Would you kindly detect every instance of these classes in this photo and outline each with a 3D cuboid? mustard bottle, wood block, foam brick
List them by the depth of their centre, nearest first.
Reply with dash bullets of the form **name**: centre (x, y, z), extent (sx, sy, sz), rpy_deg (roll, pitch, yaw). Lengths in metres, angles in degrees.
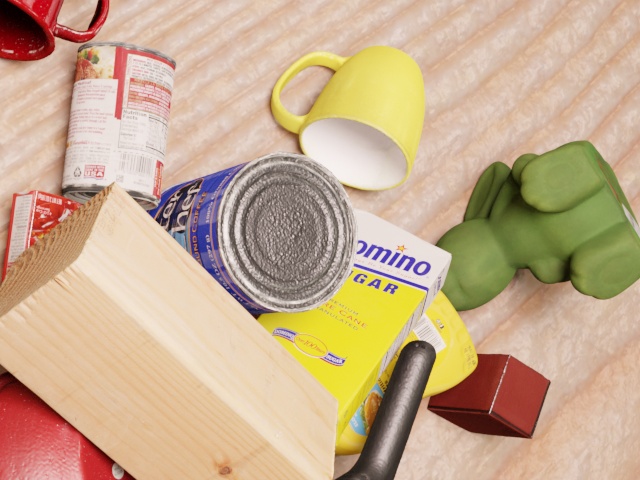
- **wood block**: centre (-0.090, 0.079, 0.638), extent (0.206, 0.091, 0.090), rpy_deg (47, 23, -22)
- **mustard bottle**: centre (0.027, 0.107, 0.813), extent (0.191, 0.058, 0.096), rpy_deg (-32, 90, -29)
- **foam brick**: centre (0.137, 0.126, 0.869), extent (0.053, 0.078, 0.051), rpy_deg (32, 69, -27)

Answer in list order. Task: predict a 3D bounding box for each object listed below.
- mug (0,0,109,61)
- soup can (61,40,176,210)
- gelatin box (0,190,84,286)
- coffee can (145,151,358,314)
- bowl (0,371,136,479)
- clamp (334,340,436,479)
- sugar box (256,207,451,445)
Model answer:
- **mug**: centre (-0.193, -0.171, 0.691), extent (0.117, 0.093, 0.081), rpy_deg (21, 69, -17)
- **soup can**: centre (-0.137, -0.076, 0.728), extent (0.068, 0.069, 0.102), rpy_deg (10, 80, -30)
- **gelatin box**: centre (-0.165, 0.012, 0.712), extent (0.089, 0.030, 0.073), rpy_deg (16, 75, -47)
- **coffee can**: centre (-0.055, 0.001, 0.728), extent (0.102, 0.141, 0.103), rpy_deg (4, 83, -31)
- **bowl**: centre (-0.146, 0.150, 0.651), extent (0.055, 0.162, 0.162), rpy_deg (-19, 90, 13)
- **clamp**: centre (0.033, 0.176, 0.733), extent (0.209, 0.036, 0.164), rpy_deg (-36, 130, -49)
- **sugar box**: centre (0.016, 0.056, 0.778), extent (0.093, 0.048, 0.176), rpy_deg (27, 54, 15)
